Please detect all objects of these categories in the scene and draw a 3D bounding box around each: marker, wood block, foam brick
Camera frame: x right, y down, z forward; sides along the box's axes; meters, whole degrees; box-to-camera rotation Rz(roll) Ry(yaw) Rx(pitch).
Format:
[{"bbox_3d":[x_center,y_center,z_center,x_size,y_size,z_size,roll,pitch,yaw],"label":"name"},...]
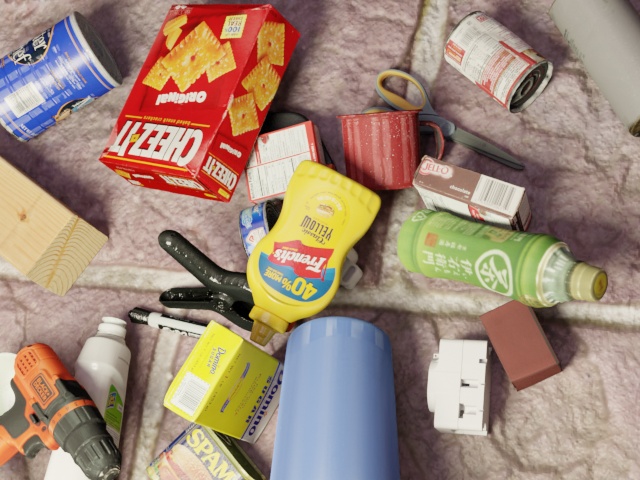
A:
[{"bbox_3d":[-0.162,0.095,1.199,0.121,0.020,0.020,12,76,20],"label":"marker"},{"bbox_3d":[-0.367,-0.035,1.264,0.206,0.090,0.091,35,84,23],"label":"wood block"},{"bbox_3d":[0.201,0.104,1.069,0.051,0.053,0.078,-27,66,7],"label":"foam brick"}]

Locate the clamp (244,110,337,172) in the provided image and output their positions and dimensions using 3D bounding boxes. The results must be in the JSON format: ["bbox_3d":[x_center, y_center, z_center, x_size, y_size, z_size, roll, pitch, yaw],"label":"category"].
[{"bbox_3d":[-0.078,-0.108,1.229,0.210,0.036,0.164,33,84,23],"label":"clamp"}]

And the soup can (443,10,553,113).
[{"bbox_3d":[0.192,-0.195,1.160,0.068,0.068,0.102,-46,66,-1],"label":"soup can"}]

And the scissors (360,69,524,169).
[{"bbox_3d":[0.122,-0.113,1.183,0.096,0.016,0.202,-44,66,1],"label":"scissors"}]

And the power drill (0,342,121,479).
[{"bbox_3d":[-0.301,0.222,1.081,0.187,0.057,0.185,-45,54,1],"label":"power drill"}]

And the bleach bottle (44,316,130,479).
[{"bbox_3d":[-0.248,0.208,1.156,0.068,0.102,0.251,6,68,7],"label":"bleach bottle"}]

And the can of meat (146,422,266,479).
[{"bbox_3d":[-0.121,0.245,1.119,0.084,0.057,0.102,-44,67,2],"label":"can of meat"}]

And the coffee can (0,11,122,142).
[{"bbox_3d":[-0.327,-0.198,1.297,0.140,0.102,0.103,-30,67,6],"label":"coffee can"}]

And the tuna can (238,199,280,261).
[{"bbox_3d":[-0.058,0.001,1.162,0.034,0.086,0.086,-19,68,12],"label":"tuna can"}]

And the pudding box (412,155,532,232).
[{"bbox_3d":[0.159,-0.043,1.109,0.114,0.090,0.039,23,82,21],"label":"pudding box"}]

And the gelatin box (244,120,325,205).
[{"bbox_3d":[-0.040,-0.084,1.176,0.089,0.030,0.073,-14,76,17],"label":"gelatin box"}]

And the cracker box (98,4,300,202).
[{"bbox_3d":[-0.137,-0.161,1.196,0.164,0.072,0.213,11,73,39],"label":"cracker box"}]

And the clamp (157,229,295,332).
[{"bbox_3d":[-0.107,0.062,1.166,0.171,0.120,0.039,29,57,6],"label":"clamp"}]

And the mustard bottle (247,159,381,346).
[{"bbox_3d":[-0.021,0.020,1.093,0.096,0.058,0.191,28,83,0],"label":"mustard bottle"}]

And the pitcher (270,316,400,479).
[{"bbox_3d":[0.011,0.206,1.039,0.149,0.145,0.243,-16,51,24],"label":"pitcher"}]

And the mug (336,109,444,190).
[{"bbox_3d":[0.078,-0.098,1.150,0.117,0.093,0.081,-7,97,-16],"label":"mug"}]

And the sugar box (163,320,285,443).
[{"bbox_3d":[-0.086,0.147,1.074,0.048,0.176,0.093,29,84,25],"label":"sugar box"}]
